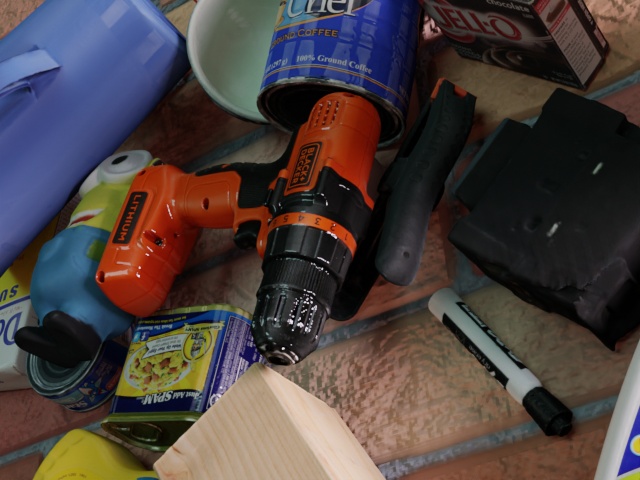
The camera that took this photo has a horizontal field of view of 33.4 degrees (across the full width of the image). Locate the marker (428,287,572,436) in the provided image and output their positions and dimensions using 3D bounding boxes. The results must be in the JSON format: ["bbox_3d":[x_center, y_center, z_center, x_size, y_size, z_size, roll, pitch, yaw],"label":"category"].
[{"bbox_3d":[0.101,0.068,0.607,0.020,0.020,0.121,-46,45,5],"label":"marker"}]

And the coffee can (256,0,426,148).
[{"bbox_3d":[0.020,-0.147,0.732,0.103,0.102,0.140,-2,68,37],"label":"coffee can"}]

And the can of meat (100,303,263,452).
[{"bbox_3d":[-0.089,0.093,0.715,0.102,0.057,0.084,-8,57,34],"label":"can of meat"}]

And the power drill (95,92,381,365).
[{"bbox_3d":[-0.054,0.001,0.672,0.188,0.057,0.184,-9,49,36],"label":"power drill"}]

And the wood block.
[{"bbox_3d":[0.004,0.175,0.568,0.091,0.090,0.206,-46,45,5],"label":"wood block"}]

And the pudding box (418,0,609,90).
[{"bbox_3d":[0.116,-0.146,0.678,0.114,0.090,0.039,24,79,44],"label":"pudding box"}]

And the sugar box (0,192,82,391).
[{"bbox_3d":[-0.250,0.035,0.885,0.093,0.048,0.176,-11,56,33],"label":"sugar box"}]

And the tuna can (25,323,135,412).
[{"bbox_3d":[-0.182,0.084,0.809,0.086,0.033,0.086,-20,53,28],"label":"tuna can"}]

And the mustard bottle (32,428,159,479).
[{"bbox_3d":[-0.111,0.190,0.671,0.192,0.058,0.096,13,73,42],"label":"mustard bottle"}]

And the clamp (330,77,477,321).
[{"bbox_3d":[0.057,-0.030,0.659,0.171,0.039,0.120,-65,15,-12],"label":"clamp"}]

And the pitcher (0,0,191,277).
[{"bbox_3d":[-0.215,-0.094,0.799,0.243,0.144,0.149,-44,35,4],"label":"pitcher"}]
